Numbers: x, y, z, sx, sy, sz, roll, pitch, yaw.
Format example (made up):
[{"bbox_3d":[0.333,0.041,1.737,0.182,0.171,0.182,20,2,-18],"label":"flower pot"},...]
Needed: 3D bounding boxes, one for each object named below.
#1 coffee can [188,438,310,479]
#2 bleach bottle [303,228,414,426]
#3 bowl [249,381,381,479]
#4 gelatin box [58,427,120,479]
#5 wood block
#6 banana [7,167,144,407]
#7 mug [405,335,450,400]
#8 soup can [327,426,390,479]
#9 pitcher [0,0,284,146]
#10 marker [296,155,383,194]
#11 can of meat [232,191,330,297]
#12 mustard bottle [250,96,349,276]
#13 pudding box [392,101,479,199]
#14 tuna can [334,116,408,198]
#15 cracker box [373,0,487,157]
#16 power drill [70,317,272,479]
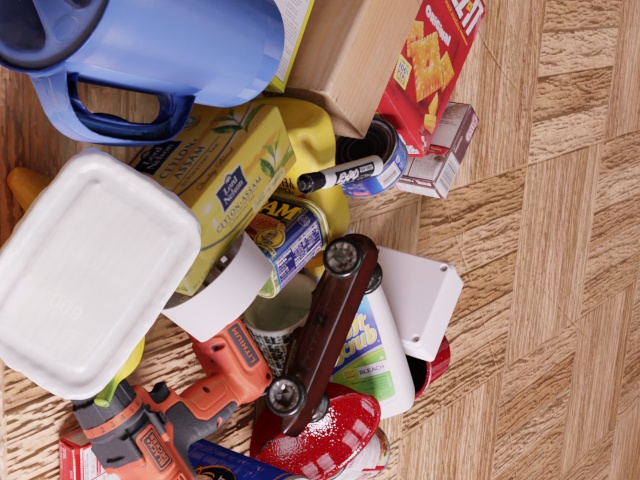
[{"bbox_3d":[-0.087,0.249,0.998,0.102,0.141,0.103,-27,123,-51],"label":"coffee can"},{"bbox_3d":[0.024,0.081,1.162,0.068,0.103,0.251,-83,156,-62],"label":"bleach bottle"},{"bbox_3d":[-0.017,0.201,1.134,0.162,0.055,0.162,-23,142,-20],"label":"bowl"},{"bbox_3d":[-0.187,0.192,0.927,0.089,0.030,0.073,-23,122,-53],"label":"gelatin box"},{"bbox_3d":[0.028,-0.215,1.052,0.090,0.090,0.206,44,65,-53],"label":"wood block"},{"bbox_3d":[-0.180,0.027,0.830,0.069,0.037,0.198,-44,118,-61],"label":"banana"},{"bbox_3d":[0.104,0.153,1.323,0.117,0.093,0.081,-55,162,26],"label":"mug"},{"bbox_3d":[0.029,0.246,1.248,0.102,0.069,0.068,16,88,-58],"label":"soup can"},{"bbox_3d":[-0.129,-0.159,0.793,0.149,0.145,0.242,-55,155,15],"label":"pitcher"},{"bbox_3d":[0.018,-0.061,0.975,0.120,0.020,0.020,-19,117,-52],"label":"marker"},{"bbox_3d":[-0.057,0.001,0.992,0.083,0.102,0.057,-46,137,-36],"label":"can of meat"},{"bbox_3d":[-0.020,-0.043,1.036,0.058,0.096,0.191,-48,139,-38],"label":"mustard bottle"},{"bbox_3d":[0.121,-0.110,1.237,0.113,0.090,0.039,-63,144,-19],"label":"pudding box"},{"bbox_3d":[0.048,-0.089,1.134,0.086,0.086,0.033,-63,145,-20],"label":"tuna can"},{"bbox_3d":[0.102,-0.223,1.182,0.213,0.072,0.164,-66,147,-18],"label":"cracker box"},{"bbox_3d":[-0.133,0.125,0.928,0.187,0.057,0.184,-43,109,-48],"label":"power drill"}]
